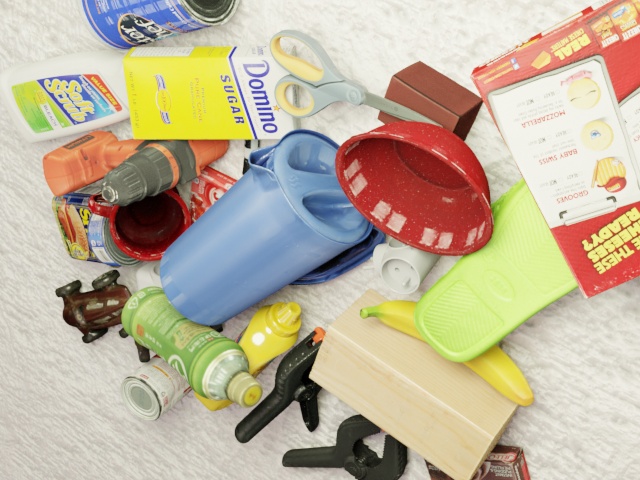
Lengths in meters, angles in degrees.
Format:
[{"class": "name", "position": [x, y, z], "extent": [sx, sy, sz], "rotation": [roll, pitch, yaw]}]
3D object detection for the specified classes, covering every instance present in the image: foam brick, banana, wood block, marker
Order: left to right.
[{"class": "marker", "position": [-0.075, -0.121, 1.172], "extent": [0.020, 0.020, 0.121], "rotation": [23, 127, 25]}, {"class": "wood block", "position": [0.103, 0.156, 1.154], "extent": [0.206, 0.090, 0.090], "rotation": [33, 132, 16]}, {"class": "foam brick", "position": [0.103, -0.125, 1.015], "extent": [0.078, 0.051, 0.053], "rotation": [35, 132, 16]}, {"class": "banana", "position": [0.137, 0.110, 1.117], "extent": [0.198, 0.069, 0.037], "rotation": [26, 130, 11]}]

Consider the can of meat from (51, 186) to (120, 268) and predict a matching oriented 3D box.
[{"class": "can of meat", "position": [-0.290, -0.020, 1.367], "extent": [0.084, 0.057, 0.102], "rotation": [7, 119, 37]}]

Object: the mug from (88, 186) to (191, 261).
[{"class": "mug", "position": [-0.214, -0.035, 1.254], "extent": [0.117, 0.081, 0.093], "rotation": [7, 110, -15]}]

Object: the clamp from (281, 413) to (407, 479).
[{"class": "clamp", "position": [0.054, 0.280, 1.300], "extent": [0.164, 0.036, 0.210], "rotation": [45, 133, 6]}]

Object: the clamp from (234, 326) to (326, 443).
[{"class": "clamp", "position": [-0.021, 0.176, 1.272], "extent": [0.039, 0.120, 0.172], "rotation": [50, 119, 31]}]

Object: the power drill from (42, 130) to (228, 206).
[{"class": "power drill", "position": [-0.220, -0.083, 1.189], "extent": [0.188, 0.184, 0.057], "rotation": [3, 113, 36]}]

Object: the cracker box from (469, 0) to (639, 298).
[{"class": "cracker box", "position": [0.245, -0.085, 0.885], "extent": [0.164, 0.072, 0.213], "rotation": [-27, 99, 17]}]

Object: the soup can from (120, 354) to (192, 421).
[{"class": "soup can", "position": [-0.202, 0.180, 1.388], "extent": [0.069, 0.102, 0.068], "rotation": [18, 126, 27]}]

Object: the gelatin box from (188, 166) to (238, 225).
[{"class": "gelatin box", "position": [-0.117, -0.035, 1.247], "extent": [0.073, 0.030, 0.089], "rotation": [28, 130, 20]}]

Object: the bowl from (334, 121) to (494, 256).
[{"class": "bowl", "position": [0.096, -0.058, 0.986], "extent": [0.162, 0.055, 0.162], "rotation": [25, 151, 15]}]

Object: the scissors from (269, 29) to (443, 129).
[{"class": "scissors", "position": [0.024, -0.130, 1.030], "extent": [0.202, 0.016, 0.096], "rotation": [39, 135, 18]}]

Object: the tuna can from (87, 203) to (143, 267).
[{"class": "tuna can", "position": [-0.246, -0.010, 1.320], "extent": [0.034, 0.086, 0.086], "rotation": [0, 116, 38]}]

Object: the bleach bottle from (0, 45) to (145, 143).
[{"class": "bleach bottle", "position": [-0.267, -0.183, 1.251], "extent": [0.251, 0.068, 0.102], "rotation": [-9, 113, 37]}]

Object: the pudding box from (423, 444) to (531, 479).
[{"class": "pudding box", "position": [0.182, 0.274, 1.201], "extent": [0.114, 0.039, 0.090], "rotation": [-2, 114, 38]}]

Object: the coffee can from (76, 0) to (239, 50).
[{"class": "coffee can", "position": [-0.168, -0.259, 1.102], "extent": [0.141, 0.102, 0.103], "rotation": [-5, 112, 38]}]

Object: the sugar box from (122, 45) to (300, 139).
[{"class": "sugar box", "position": [-0.112, -0.154, 1.117], "extent": [0.176, 0.048, 0.093], "rotation": [1, 119, 10]}]

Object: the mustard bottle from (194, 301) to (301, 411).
[{"class": "mustard bottle", "position": [-0.076, 0.127, 1.267], "extent": [0.058, 0.096, 0.192], "rotation": [45, 133, 2]}]

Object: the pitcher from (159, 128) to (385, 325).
[{"class": "pitcher", "position": [-0.058, 0.001, 1.148], "extent": [0.243, 0.144, 0.149], "rotation": [-36, 85, 39]}]
